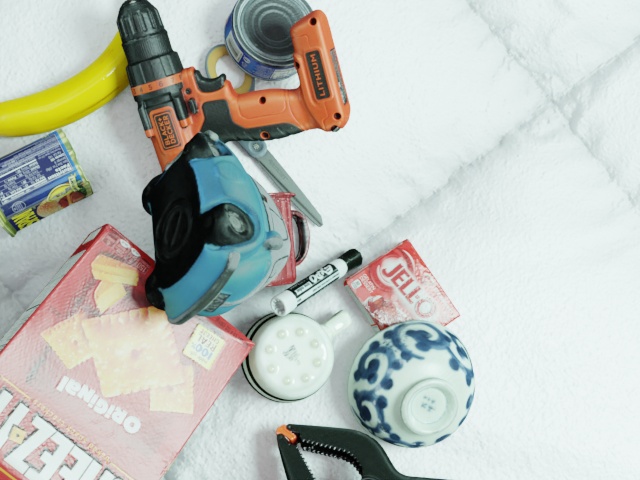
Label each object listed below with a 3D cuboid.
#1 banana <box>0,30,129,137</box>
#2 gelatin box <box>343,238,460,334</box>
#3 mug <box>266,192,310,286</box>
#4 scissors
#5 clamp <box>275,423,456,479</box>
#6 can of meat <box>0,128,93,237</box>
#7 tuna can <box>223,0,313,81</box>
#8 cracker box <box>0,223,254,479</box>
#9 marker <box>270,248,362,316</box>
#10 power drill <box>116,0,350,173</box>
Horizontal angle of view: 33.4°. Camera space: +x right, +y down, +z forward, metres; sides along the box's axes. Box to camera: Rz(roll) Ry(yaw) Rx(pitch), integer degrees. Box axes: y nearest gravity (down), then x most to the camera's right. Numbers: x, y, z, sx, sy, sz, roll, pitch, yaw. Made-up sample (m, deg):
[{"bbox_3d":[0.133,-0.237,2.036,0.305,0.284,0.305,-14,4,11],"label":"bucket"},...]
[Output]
[{"bbox_3d":[-0.225,-0.146,0.985,0.197,0.037,0.070,-41,72,-10],"label":"banana"},{"bbox_3d":[0.075,0.054,0.999,0.073,0.030,0.089,-33,89,-9],"label":"gelatin box"},{"bbox_3d":[-0.056,0.001,0.968,0.117,0.093,0.081,-4,89,-44],"label":"mug"},{"bbox_3d":[-0.056,-0.108,1.009,0.201,0.016,0.096,35,81,-2],"label":"scissors"},{"bbox_3d":[0.040,0.236,0.927,0.210,0.036,0.164,28,62,17],"label":"clamp"},{"bbox_3d":[-0.250,-0.051,0.937,0.084,0.102,0.057,-28,87,-11],"label":"can of meat"},{"bbox_3d":[-0.046,-0.196,1.001,0.086,0.034,0.086,4,75,-16],"label":"tuna can"},{"bbox_3d":[-0.180,0.118,0.861,0.164,0.072,0.213,42,63,-14],"label":"cracker box"},{"bbox_3d":[-0.001,0.036,0.967,0.120,0.020,0.020,-31,88,-45],"label":"marker"},{"bbox_3d":[-0.077,-0.145,0.952,0.188,0.057,0.184,-14,104,13],"label":"power drill"}]
